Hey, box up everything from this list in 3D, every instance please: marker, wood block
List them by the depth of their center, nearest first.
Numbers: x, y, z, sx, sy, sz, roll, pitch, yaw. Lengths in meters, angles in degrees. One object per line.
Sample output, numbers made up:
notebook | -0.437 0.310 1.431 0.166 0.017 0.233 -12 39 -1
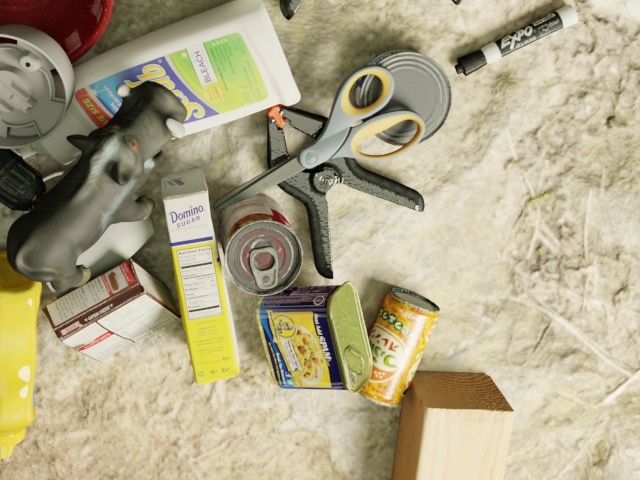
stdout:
marker | 0.179 -0.183 0.983 0.121 0.020 0.020 -26 109 0
wood block | 0.124 0.243 1.066 0.090 0.091 0.206 4 106 -9

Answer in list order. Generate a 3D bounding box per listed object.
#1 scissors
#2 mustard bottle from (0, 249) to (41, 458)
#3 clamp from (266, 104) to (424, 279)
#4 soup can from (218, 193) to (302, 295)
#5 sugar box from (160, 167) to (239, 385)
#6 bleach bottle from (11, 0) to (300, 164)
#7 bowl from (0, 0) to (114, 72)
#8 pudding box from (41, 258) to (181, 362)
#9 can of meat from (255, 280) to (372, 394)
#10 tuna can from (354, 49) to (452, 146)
scissors | -0.007 -0.095 0.945 0.201 0.016 0.096 -13 106 -5
mustard bottle | -0.284 0.111 0.956 0.058 0.096 0.192 -5 116 -28
clamp | 0.000 -0.048 0.986 0.171 0.039 0.120 43 92 -12
soup can | -0.056 0.001 0.958 0.068 0.102 0.068 -2 107 -8
sugar box | -0.110 0.031 0.964 0.048 0.093 0.176 -12 107 -6
bleach bottle | -0.151 -0.123 0.928 0.251 0.068 0.102 -22 117 2
bowl | -0.251 -0.215 0.869 0.162 0.055 0.162 -7 133 -8
pudding box | -0.184 0.065 0.955 0.090 0.113 0.039 -30 73 0
can of meat | -0.006 0.091 1.000 0.084 0.057 0.102 -4 110 28
tuna can | 0.075 -0.131 0.974 0.086 0.034 0.086 -2 107 -8
